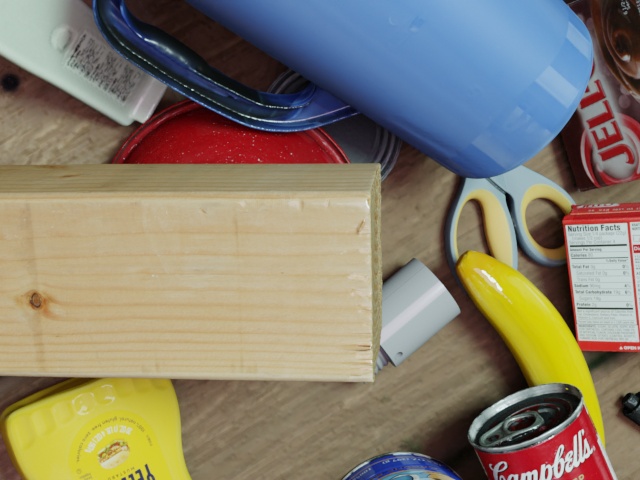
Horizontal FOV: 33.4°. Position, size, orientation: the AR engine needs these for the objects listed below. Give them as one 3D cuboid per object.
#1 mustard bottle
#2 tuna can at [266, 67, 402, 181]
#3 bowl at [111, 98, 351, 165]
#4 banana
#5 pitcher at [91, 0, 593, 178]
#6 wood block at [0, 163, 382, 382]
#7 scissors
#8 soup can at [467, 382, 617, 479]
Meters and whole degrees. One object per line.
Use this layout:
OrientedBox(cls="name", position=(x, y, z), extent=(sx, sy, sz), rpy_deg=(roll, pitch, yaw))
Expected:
OrientedBox(cls="mustard bottle", position=(-0.106, 0.169, 0.609), extent=(0.096, 0.058, 0.191), rpy_deg=(-21, 95, -26))
OrientedBox(cls="tuna can", position=(0.004, -0.065, 0.632), extent=(0.086, 0.034, 0.086), rpy_deg=(0, 91, -7))
OrientedBox(cls="bowl", position=(-0.054, 0.001, 0.594), extent=(0.162, 0.055, 0.162), rpy_deg=(1, 102, 6))
OrientedBox(cls="banana", position=(0.133, 0.094, 0.642), extent=(0.069, 0.037, 0.198), rpy_deg=(-16, 100, -18))
OrientedBox(cls="pitcher", position=(0.015, -0.126, 0.538), extent=(0.242, 0.149, 0.145), rpy_deg=(33, 67, -29))
OrientedBox(cls="wood block", position=(-0.074, 0.012, 0.523), extent=(0.206, 0.090, 0.091), rpy_deg=(0, 103, 6))
OrientedBox(cls="scissors", position=(0.112, -0.063, 0.655), extent=(0.096, 0.016, 0.202), rpy_deg=(-3, 92, -9))
OrientedBox(cls="soup can", position=(0.134, 0.141, 0.602), extent=(0.068, 0.068, 0.102), rpy_deg=(-26, 101, -6))
